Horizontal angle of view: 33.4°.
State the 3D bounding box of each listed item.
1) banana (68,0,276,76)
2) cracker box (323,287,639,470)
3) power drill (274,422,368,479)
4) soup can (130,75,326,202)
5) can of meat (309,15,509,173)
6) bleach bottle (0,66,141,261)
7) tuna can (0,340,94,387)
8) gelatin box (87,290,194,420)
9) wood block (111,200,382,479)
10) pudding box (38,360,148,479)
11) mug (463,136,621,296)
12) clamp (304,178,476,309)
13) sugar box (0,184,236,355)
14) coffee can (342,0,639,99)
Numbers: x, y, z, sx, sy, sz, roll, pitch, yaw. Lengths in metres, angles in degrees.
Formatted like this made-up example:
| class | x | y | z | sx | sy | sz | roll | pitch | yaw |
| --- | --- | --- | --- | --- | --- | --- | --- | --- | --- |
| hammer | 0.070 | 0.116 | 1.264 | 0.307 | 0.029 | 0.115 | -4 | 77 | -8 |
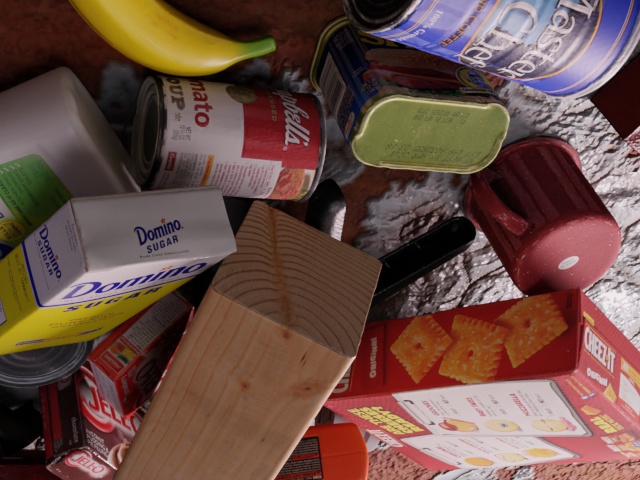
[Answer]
| class | x | y | z | sx | sy | sz | roll | pitch | yaw |
| --- | --- | --- | --- | --- | --- | --- | --- | --- | --- |
| banana | -0.106 | -0.145 | 0.568 | 0.069 | 0.037 | 0.197 | -47 | 134 | 0 |
| cracker box | 0.132 | 0.112 | 0.808 | 0.214 | 0.072 | 0.164 | -12 | 144 | 37 |
| power drill | 0.001 | 0.212 | 0.888 | 0.184 | 0.057 | 0.188 | -9 | 149 | -3 |
| soup can | -0.056 | -0.060 | 0.640 | 0.102 | 0.068 | 0.069 | 4 | 130 | -23 |
| can of meat | 0.054 | -0.087 | 0.644 | 0.102 | 0.084 | 0.057 | 2 | 131 | -22 |
| bleach bottle | -0.238 | -0.008 | 0.626 | 0.251 | 0.068 | 0.102 | -23 | 134 | 5 |
| tuna can | -0.197 | 0.060 | 0.724 | 0.086 | 0.034 | 0.086 | -11 | 134 | -11 |
| gelatin box | -0.120 | 0.078 | 0.732 | 0.073 | 0.030 | 0.089 | -44 | 165 | -23 |
| wood block | -0.051 | 0.090 | 0.671 | 0.090 | 0.090 | 0.206 | 27 | 128 | -4 |
| pudding box | -0.158 | 0.145 | 0.779 | 0.039 | 0.090 | 0.113 | -28 | 136 | 8 |
| mug | 0.150 | -0.017 | 0.748 | 0.117 | 0.081 | 0.093 | 25 | 119 | -37 |
| clamp | 0.009 | 0.045 | 0.747 | 0.164 | 0.036 | 0.210 | 5 | 131 | -43 |
| sugar box | -0.134 | 0.022 | 0.611 | 0.093 | 0.048 | 0.177 | -8 | 168 | -39 |
| coffee can | 0.097 | -0.146 | 0.593 | 0.140 | 0.103 | 0.103 | 12 | 126 | -30 |
